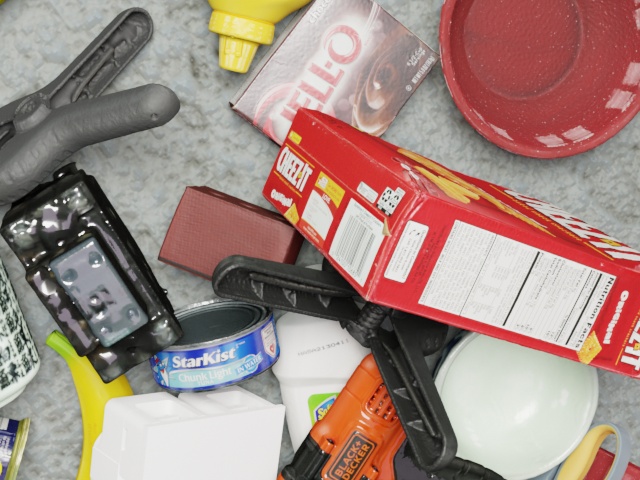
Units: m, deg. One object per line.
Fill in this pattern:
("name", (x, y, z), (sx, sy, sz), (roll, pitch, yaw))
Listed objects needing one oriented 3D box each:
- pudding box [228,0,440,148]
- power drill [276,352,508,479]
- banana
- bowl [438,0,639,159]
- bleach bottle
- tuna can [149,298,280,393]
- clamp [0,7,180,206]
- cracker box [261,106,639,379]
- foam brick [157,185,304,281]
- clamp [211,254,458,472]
("pudding box", (0.008, -0.105, 0.699), (0.090, 0.039, 0.113), (36, 92, -17))
("power drill", (0.058, 0.190, 0.692), (0.187, 0.057, 0.184), (32, 94, -11))
("banana", (-0.160, 0.158, 0.717), (0.069, 0.037, 0.198), (10, 98, 3))
("bowl", (0.148, -0.138, 0.717), (0.162, 0.055, 0.162), (-3, 102, -13))
("bleach bottle", (0.032, 0.136, 0.742), (0.102, 0.068, 0.251), (-17, 102, -8))
("tuna can", (-0.070, 0.067, 0.691), (0.086, 0.086, 0.034), (-14, 105, -10))
("clamp", (-0.161, -0.077, 0.649), (0.171, 0.120, 0.039), (-24, 125, 12))
("cracker box", (0.092, 0.000, 0.651), (0.213, 0.164, 0.072), (17, 104, -29))
("foam brick", (-0.054, 0.001, 0.686), (0.078, 0.053, 0.051), (21, 97, 7))
("clamp", (0.038, 0.052, 0.654), (0.164, 0.209, 0.036), (44, 112, 10))
